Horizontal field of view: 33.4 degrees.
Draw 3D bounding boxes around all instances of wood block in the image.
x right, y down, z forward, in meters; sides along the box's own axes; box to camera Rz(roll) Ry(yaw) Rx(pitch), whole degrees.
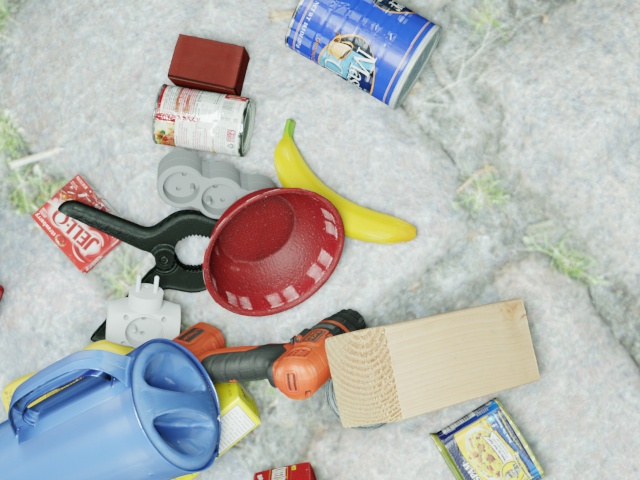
[{"bbox_3d":[0.115,0.121,1.076,0.205,0.090,0.091,-8,83,-41],"label":"wood block"}]

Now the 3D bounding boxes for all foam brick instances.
[{"bbox_3d":[-0.125,-0.194,1.198,0.078,0.053,0.051,12,86,4],"label":"foam brick"}]

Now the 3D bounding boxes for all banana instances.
[{"bbox_3d":[0.014,-0.050,1.183,0.198,0.037,0.069,42,90,6],"label":"banana"}]

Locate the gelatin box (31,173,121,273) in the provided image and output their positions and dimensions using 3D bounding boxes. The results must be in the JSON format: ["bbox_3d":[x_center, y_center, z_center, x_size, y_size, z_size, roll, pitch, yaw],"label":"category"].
[{"bbox_3d":[-0.269,-0.019,1.205,0.073,0.030,0.089,-42,83,0],"label":"gelatin box"}]

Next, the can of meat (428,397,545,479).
[{"bbox_3d":[0.178,0.230,1.139,0.084,0.057,0.102,-31,84,-1],"label":"can of meat"}]

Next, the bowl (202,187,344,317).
[{"bbox_3d":[-0.057,0.001,1.140,0.162,0.162,0.055,-37,42,1],"label":"bowl"}]

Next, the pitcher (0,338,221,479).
[{"bbox_3d":[-0.232,0.192,1.051,0.243,0.144,0.149,-26,86,25],"label":"pitcher"}]

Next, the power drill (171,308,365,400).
[{"bbox_3d":[-0.058,0.116,1.129,0.188,0.184,0.057,-5,101,22],"label":"power drill"}]

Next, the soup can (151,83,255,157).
[{"bbox_3d":[-0.129,-0.133,1.185,0.102,0.068,0.068,10,86,5],"label":"soup can"}]

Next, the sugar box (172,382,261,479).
[{"bbox_3d":[-0.147,0.220,1.143,0.176,0.093,0.048,-37,104,-1],"label":"sugar box"}]

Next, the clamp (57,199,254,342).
[{"bbox_3d":[-0.179,0.010,1.177,0.210,0.036,0.164,-18,106,-1],"label":"clamp"}]

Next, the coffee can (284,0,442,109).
[{"bbox_3d":[0.047,-0.221,1.161,0.140,0.103,0.103,31,88,6],"label":"coffee can"}]
